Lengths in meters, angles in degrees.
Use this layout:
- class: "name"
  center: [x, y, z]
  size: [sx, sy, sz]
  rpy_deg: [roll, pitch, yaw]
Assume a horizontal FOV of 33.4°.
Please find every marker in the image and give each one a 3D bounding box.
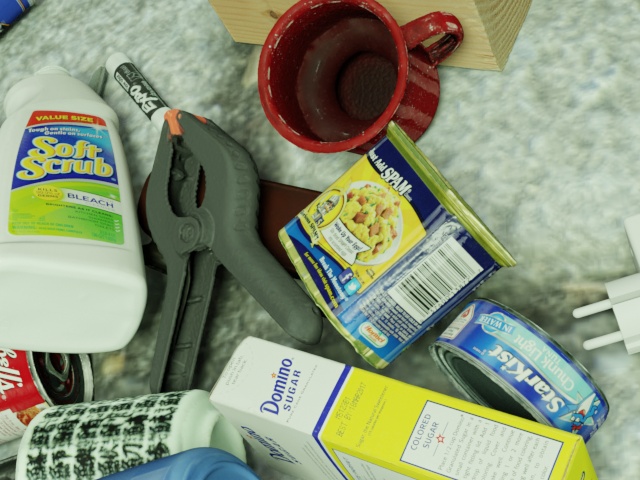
- class: "marker"
  center: [-0.120, -0.097, 0.758]
  size: [0.020, 0.020, 0.121]
  rpy_deg: [-39, 52, -3]

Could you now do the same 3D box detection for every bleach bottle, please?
- class: "bleach bottle"
  center: [-0.171, -0.038, 0.671]
  size: [0.251, 0.102, 0.068]
  rpy_deg: [-111, 36, -49]

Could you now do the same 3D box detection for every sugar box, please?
- class: "sugar box"
  center: [0.041, 0.102, 0.509]
  size: [0.176, 0.093, 0.048]
  rpy_deg: [16, 64, 31]

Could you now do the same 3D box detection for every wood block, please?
- class: "wood block"
  center: [0.027, -0.181, 0.698]
  size: [0.206, 0.090, 0.090]
  rpy_deg: [12, 66, 30]

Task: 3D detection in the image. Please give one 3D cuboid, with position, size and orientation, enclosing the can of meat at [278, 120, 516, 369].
- class: "can of meat"
  center: [0.034, 0.002, 0.528]
  size: [0.084, 0.057, 0.102]
  rpy_deg: [-42, 37, 8]

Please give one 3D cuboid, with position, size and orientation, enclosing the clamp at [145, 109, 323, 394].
- class: "clamp"
  center: [-0.054, 0.001, 0.595]
  size: [0.120, 0.039, 0.171]
  rpy_deg: [-16, 73, 30]

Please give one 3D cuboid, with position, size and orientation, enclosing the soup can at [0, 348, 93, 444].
- class: "soup can"
  center: [-0.199, 0.089, 0.645]
  size: [0.102, 0.068, 0.068]
  rpy_deg: [-19, 54, 13]

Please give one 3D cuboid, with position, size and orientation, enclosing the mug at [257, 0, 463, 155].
- class: "mug"
  center: [0.031, -0.099, 0.631]
  size: [0.117, 0.081, 0.093]
  rpy_deg: [-30, 76, 21]

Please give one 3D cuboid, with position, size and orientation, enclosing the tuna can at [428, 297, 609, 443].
- class: "tuna can"
  center: [0.095, 0.067, 0.512]
  size: [0.033, 0.086, 0.086]
  rpy_deg: [-47, 53, -11]
